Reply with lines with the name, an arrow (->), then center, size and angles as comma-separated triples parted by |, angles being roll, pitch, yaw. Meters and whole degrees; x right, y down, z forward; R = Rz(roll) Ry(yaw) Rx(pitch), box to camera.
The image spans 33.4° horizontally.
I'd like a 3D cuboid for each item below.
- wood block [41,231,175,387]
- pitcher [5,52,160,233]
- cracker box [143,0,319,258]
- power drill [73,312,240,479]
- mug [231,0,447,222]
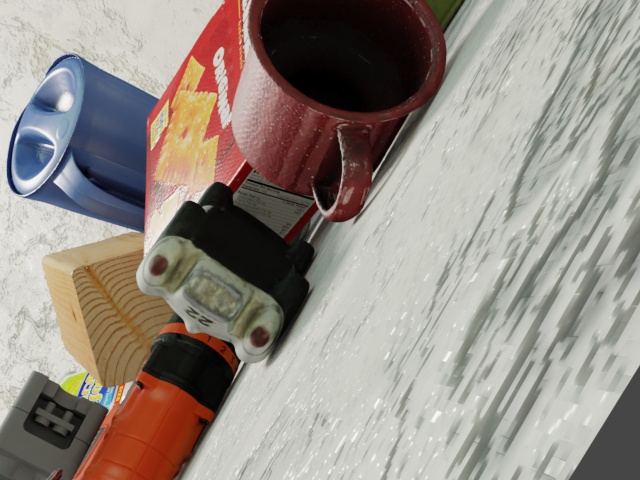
wood block -> -0.159, 0.048, 0.852 | 0.090, 0.091, 0.206 | -16, 8, -19
pitcher -> -0.151, -0.060, 0.982 | 0.145, 0.242, 0.149 | -12, 63, 48
cracker box -> -0.047, -0.079, 0.700 | 0.214, 0.072, 0.164 | -48, 37, 43
power drill -> -0.105, 0.110, 0.680 | 0.184, 0.057, 0.188 | -61, 4, -37
mug -> 0.005, -0.063, 0.506 | 0.082, 0.093, 0.117 | 118, 145, -59
